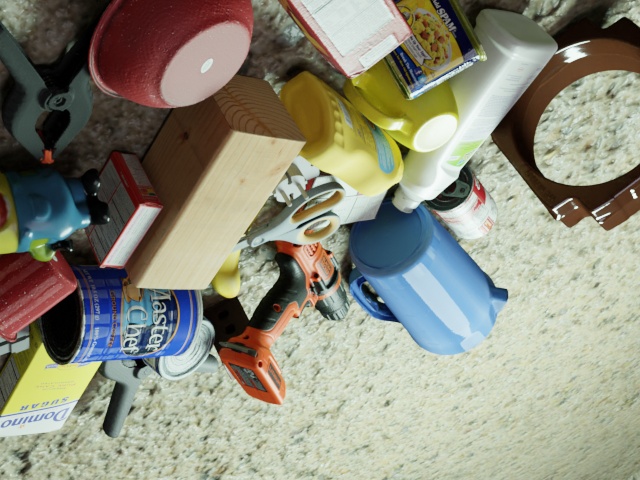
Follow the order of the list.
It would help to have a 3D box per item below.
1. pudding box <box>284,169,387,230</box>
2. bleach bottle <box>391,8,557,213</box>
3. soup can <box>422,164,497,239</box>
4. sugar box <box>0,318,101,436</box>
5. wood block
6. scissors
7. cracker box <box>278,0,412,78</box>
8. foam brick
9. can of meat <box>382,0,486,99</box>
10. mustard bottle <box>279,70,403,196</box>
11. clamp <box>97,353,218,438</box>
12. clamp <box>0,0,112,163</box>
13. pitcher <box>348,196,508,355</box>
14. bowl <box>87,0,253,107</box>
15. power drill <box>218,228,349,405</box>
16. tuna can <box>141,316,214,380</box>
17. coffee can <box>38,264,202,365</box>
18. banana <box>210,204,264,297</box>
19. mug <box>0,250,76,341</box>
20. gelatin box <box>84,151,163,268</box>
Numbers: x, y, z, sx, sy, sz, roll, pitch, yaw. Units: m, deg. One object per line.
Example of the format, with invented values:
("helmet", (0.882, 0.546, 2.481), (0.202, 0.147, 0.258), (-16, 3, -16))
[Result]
("pudding box", (0.022, -0.058, 1.192), (0.113, 0.039, 0.090), (-8, 141, -29))
("bleach bottle", (0.149, -0.130, 1.161), (0.102, 0.068, 0.251), (-7, 140, -48))
("soup can", (0.169, -0.048, 1.297), (0.068, 0.068, 0.102), (-38, 147, 10))
("sugar box", (-0.308, 0.153, 1.199), (0.093, 0.048, 0.176), (1, 134, -40))
("wood block", (-0.116, -0.054, 1.035), (0.090, 0.091, 0.206), (4, 134, -42))
("scissors", (-0.058, 0.001, 1.157), (0.202, 0.016, 0.096), (-31, 148, 1))
("cracker box", (-0.033, -0.236, 0.790), (0.072, 0.164, 0.213), (-38, 147, 7))
("foam brick", (-0.104, 0.118, 1.288), (0.053, 0.078, 0.051), (-27, 149, -7))
("can of meat", (0.096, -0.195, 1.014), (0.084, 0.102, 0.057), (-30, -169, 3))
("mustard bottle", (0.034, -0.096, 1.088), (0.058, 0.096, 0.191), (-32, 150, 20))
("clamp", (-0.204, 0.141, 1.275), (0.164, 0.036, 0.210), (-30, 144, -19))
("clamp", (-0.232, -0.130, 0.885), (0.120, 0.039, 0.172), (-3, 138, -34))
("pitcher", (0.119, 0.045, 1.341), (0.149, 0.145, 0.242), (-47, 143, -1))
("bowl", (-0.111, -0.164, 0.889), (0.162, 0.055, 0.162), (-35, 160, -16))
("power drill", (-0.035, 0.093, 1.244), (0.187, 0.057, 0.184), (-63, 145, -26))
("tuna can", (-0.164, 0.119, 1.234), (0.086, 0.034, 0.086), (-32, 140, -32))
("coffee can", (-0.210, 0.075, 1.121), (0.140, 0.103, 0.103), (0, 136, -39))
("banana", (-0.093, 0.002, 1.178), (0.069, 0.037, 0.198), (-4, 139, -33))
("mug", (-0.294, 0.027, 1.015), (0.081, 0.093, 0.117), (-36, 113, -2))
("gelatin box", (-0.193, -0.028, 1.023), (0.030, 0.073, 0.089), (5, 133, -42))
